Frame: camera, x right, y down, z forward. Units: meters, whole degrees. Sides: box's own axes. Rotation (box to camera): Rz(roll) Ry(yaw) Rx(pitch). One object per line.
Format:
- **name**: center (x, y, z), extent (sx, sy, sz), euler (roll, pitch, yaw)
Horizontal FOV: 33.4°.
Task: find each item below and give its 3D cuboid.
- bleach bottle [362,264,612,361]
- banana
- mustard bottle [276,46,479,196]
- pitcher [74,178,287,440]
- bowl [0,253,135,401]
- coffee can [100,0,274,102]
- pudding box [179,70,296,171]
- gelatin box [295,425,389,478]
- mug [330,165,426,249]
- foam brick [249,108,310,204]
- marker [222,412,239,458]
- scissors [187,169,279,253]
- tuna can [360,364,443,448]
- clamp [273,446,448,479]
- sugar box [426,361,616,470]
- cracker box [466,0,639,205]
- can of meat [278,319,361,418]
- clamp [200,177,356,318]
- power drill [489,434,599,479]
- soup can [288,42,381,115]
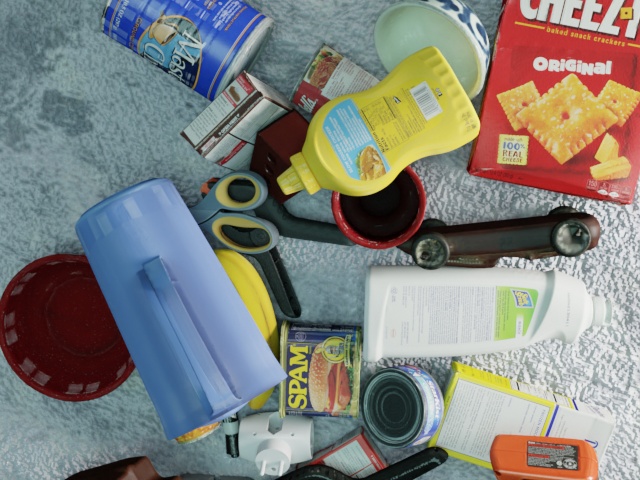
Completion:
- **bleach bottle**: center (0.170, 0.078, 1.099), extent (0.251, 0.068, 0.102), euler (2, 102, 3)
- **banana**: center (-0.076, 0.088, 1.127), extent (0.070, 0.037, 0.198), euler (-6, 108, 44)
- **mustard bottle**: center (0.046, -0.097, 1.004), extent (0.191, 0.058, 0.096), euler (-29, 84, 2)
- **pitcher**: center (-0.143, 0.064, 1.051), extent (0.149, 0.144, 0.243), euler (-29, 88, 39)
- **bowl**: center (-0.261, 0.089, 1.148), extent (0.162, 0.055, 0.162), euler (1, 100, 6)
- **coffee can**: center (-0.131, -0.212, 1.059), extent (0.140, 0.102, 0.103), euler (33, 101, 0)
- **pudding box**: center (-0.077, -0.115, 1.065), extent (0.090, 0.113, 0.039), euler (-44, 75, 10)
- **gelatin box**: center (0.028, 0.256, 1.160), extent (0.089, 0.030, 0.073), euler (-32, 96, 11)
- **mug**: center (0.051, -0.051, 1.078), extent (0.117, 0.081, 0.093), euler (40, 101, -2)
- **foam brick**: center (-0.034, -0.084, 1.073), extent (0.051, 0.078, 0.053), euler (-37, 74, -24)
- **marker**: center (-0.101, 0.179, 1.166), extent (0.020, 0.020, 0.121), euler (-6, 99, 7)
- **scissors**: center (-0.134, -0.042, 1.106), extent (0.202, 0.016, 0.096), euler (17, 113, 16)
- **tuna can**: center (0.084, 0.174, 1.116), extent (0.086, 0.033, 0.086), euler (-1, 88, 40)
- **clamp**: center (0.034, 0.277, 1.127), extent (0.210, 0.036, 0.164), euler (12, 103, 6)
- **sugar box**: center (0.209, 0.199, 1.124), extent (0.176, 0.048, 0.093), euler (18, 103, -1)
- **cracker box**: center (0.245, -0.154, 1.046), extent (0.164, 0.072, 0.214), euler (12, 100, 3)
- **can of meat**: center (0.000, 0.137, 1.130), extent (0.084, 0.057, 0.102), euler (2, 100, 3)
- **clamp**: center (-0.057, 0.001, 1.122), extent (0.171, 0.039, 0.120), euler (31, 105, 7)
- **power drill**: center (0.210, 0.284, 1.102), extent (0.184, 0.057, 0.188), euler (1, 127, 8)
- **soup can**: center (0.029, -0.143, 1.072), extent (0.102, 0.068, 0.068), euler (31, 101, -1)
